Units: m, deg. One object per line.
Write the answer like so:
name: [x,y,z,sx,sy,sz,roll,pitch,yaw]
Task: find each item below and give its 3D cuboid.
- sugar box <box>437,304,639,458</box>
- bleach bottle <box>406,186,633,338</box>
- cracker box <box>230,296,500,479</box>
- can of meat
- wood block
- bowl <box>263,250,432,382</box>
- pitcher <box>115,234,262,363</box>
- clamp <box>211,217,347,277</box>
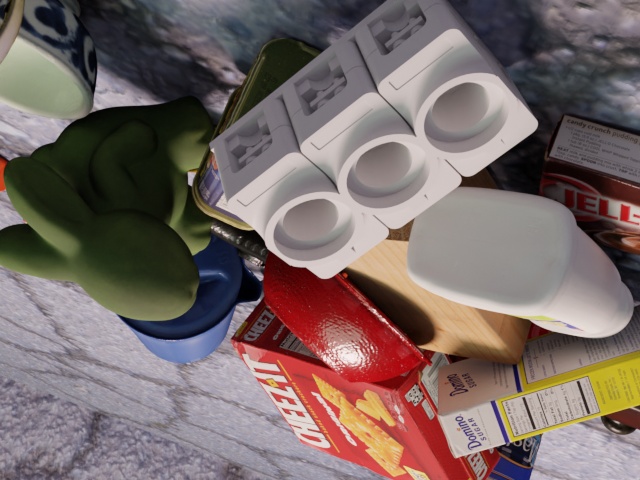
sugar box: [0.178,0.105,0.811,0.176,0.093,0.048,-21,103,13]
bleach bottle: [0.154,0.028,0.697,0.103,0.068,0.250,12,175,34]
cracker box: [0.038,0.143,0.973,0.214,0.072,0.164,11,141,44]
can of meat: [-0.035,-0.068,0.676,0.057,0.102,0.084,25,159,-9]
wood block: [0.082,0.005,0.761,0.090,0.090,0.206,8,157,34]
bowl: [0.008,0.057,0.808,0.162,0.055,0.162,44,179,1]
pitcher: [-0.156,0.053,1.094,0.149,0.145,0.243,54,167,9]
clamp: [-0.056,0.001,0.930,0.171,0.039,0.120,31,-177,5]
